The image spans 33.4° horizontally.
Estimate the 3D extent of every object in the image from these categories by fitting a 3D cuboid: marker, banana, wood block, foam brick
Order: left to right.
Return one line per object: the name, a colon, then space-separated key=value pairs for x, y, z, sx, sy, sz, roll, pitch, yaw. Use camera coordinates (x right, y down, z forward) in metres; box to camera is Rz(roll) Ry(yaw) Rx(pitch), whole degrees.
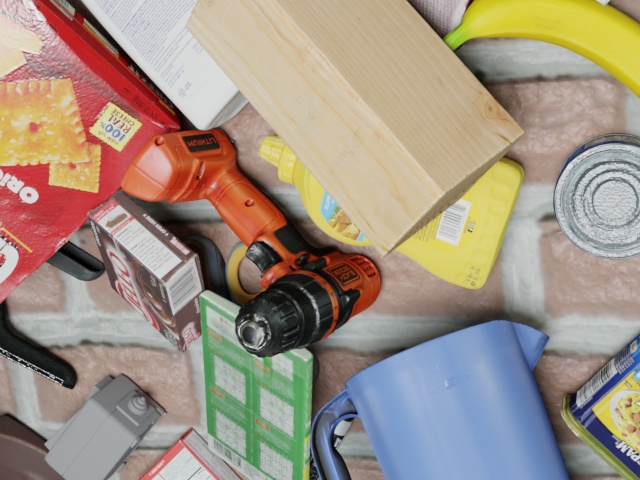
marker: x=0.005 y=0.169 z=0.878 sx=0.020 sy=0.020 sz=0.121 roll=32 pitch=112 yaw=7
wood block: x=0.019 y=-0.105 z=0.698 sx=0.206 sy=0.090 sz=0.090 roll=49 pitch=145 yaw=7
foam brick: x=0.068 y=-0.169 z=0.746 sx=0.078 sy=0.053 sz=0.051 roll=21 pitch=110 yaw=10
banana: x=0.178 y=-0.128 z=0.716 sx=0.197 sy=0.037 sz=0.070 roll=17 pitch=98 yaw=-6

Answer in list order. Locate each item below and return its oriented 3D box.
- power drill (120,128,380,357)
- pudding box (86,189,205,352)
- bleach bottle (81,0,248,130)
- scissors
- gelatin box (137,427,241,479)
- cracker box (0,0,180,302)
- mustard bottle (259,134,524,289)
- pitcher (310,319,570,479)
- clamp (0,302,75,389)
power drill: x=-0.055 y=0.001 z=0.773 sx=0.188 sy=0.184 sz=0.057 roll=45 pitch=112 yaw=12
pudding box: x=-0.131 y=0.026 z=0.829 sx=0.090 sy=0.039 sz=0.113 roll=38 pitch=153 yaw=22
bleach bottle: x=-0.135 y=-0.205 z=0.797 sx=0.251 sy=0.068 sz=0.103 roll=48 pitch=114 yaw=3
scissors: x=-0.057 y=0.084 z=0.876 sx=0.096 sy=0.016 sz=0.202 roll=-19 pitch=98 yaw=23
gelatin box: x=-0.108 y=0.219 z=0.923 sx=0.089 sy=0.030 sz=0.073 roll=45 pitch=112 yaw=2
cracker box: x=-0.238 y=-0.075 z=0.808 sx=0.214 sy=0.072 sz=0.164 roll=-43 pitch=113 yaw=9
mustard bottle: x=0.045 y=-0.040 z=0.786 sx=0.192 sy=0.058 sz=0.096 roll=20 pitch=109 yaw=11
pitcher: x=0.107 y=0.189 z=0.747 sx=0.149 sy=0.144 sz=0.243 roll=-35 pitch=69 yaw=46
clamp: x=-0.292 y=0.085 z=0.926 sx=0.039 sy=0.120 sz=0.171 roll=-35 pitch=76 yaw=60
